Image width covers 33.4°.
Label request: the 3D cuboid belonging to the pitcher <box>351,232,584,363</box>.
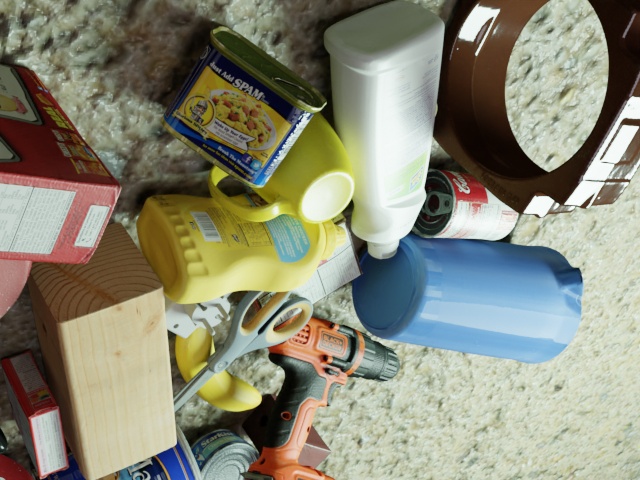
[{"bbox_3d":[0.147,0.063,1.135,0.242,0.145,0.149,9,107,-39],"label":"pitcher"}]

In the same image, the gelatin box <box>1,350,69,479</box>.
[{"bbox_3d":[-0.249,0.153,0.936,0.030,0.073,0.089,-19,137,-23],"label":"gelatin box"}]

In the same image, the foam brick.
[{"bbox_3d":[-0.038,0.216,1.161,0.053,0.078,0.051,-49,142,11],"label":"foam brick"}]

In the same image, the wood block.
[{"bbox_3d":[-0.187,0.100,0.922,0.090,0.091,0.206,-20,137,-23],"label":"wood block"}]

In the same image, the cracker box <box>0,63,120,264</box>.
[{"bbox_3d":[-0.256,-0.059,0.659,0.213,0.164,0.072,5,121,-41],"label":"cracker box"}]

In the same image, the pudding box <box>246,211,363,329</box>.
[{"bbox_3d":[-0.021,0.024,1.024,0.113,0.039,0.090,-30,140,-9],"label":"pudding box"}]

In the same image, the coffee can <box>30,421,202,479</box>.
[{"bbox_3d":[-0.195,0.239,1.038,0.140,0.103,0.103,-23,138,-20],"label":"coffee can"}]

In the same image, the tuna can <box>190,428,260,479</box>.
[{"bbox_3d":[-0.105,0.246,1.130,0.085,0.034,0.086,-16,116,-36],"label":"tuna can"}]

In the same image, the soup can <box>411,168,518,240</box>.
[{"bbox_3d":[0.143,-0.035,1.074,0.102,0.069,0.069,3,125,-40],"label":"soup can"}]

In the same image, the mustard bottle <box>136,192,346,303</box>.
[{"bbox_3d":[-0.056,0.001,0.920,0.191,0.096,0.058,-5,140,-37],"label":"mustard bottle"}]

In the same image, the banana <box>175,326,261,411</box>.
[{"bbox_3d":[-0.104,0.121,1.050,0.069,0.037,0.198,-26,139,-13],"label":"banana"}]

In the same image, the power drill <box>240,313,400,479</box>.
[{"bbox_3d":[0.001,0.176,1.096,0.184,0.057,0.187,22,71,-37],"label":"power drill"}]

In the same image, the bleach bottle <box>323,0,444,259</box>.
[{"bbox_3d":[0.054,-0.081,0.950,0.102,0.068,0.251,-29,139,-28],"label":"bleach bottle"}]

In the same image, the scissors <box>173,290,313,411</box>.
[{"bbox_3d":[-0.079,0.112,1.018,0.096,0.016,0.202,15,117,-46],"label":"scissors"}]

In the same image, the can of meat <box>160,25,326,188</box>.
[{"bbox_3d":[-0.061,-0.101,0.828,0.084,0.102,0.057,-54,-177,21],"label":"can of meat"}]
